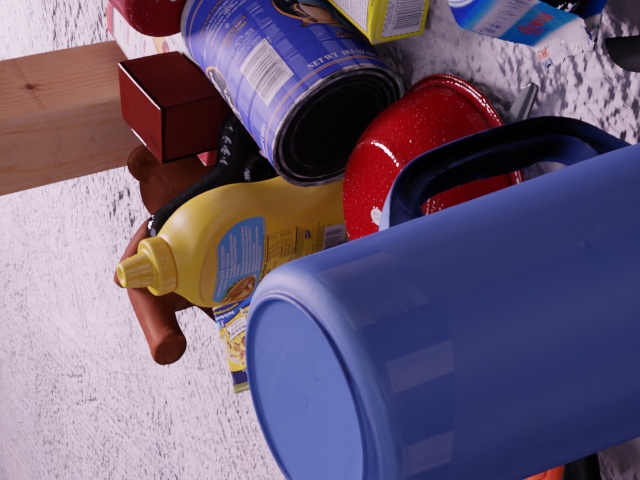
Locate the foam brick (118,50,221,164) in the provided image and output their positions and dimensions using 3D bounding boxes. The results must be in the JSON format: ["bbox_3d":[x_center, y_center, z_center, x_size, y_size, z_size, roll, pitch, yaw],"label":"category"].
[{"bbox_3d":[-0.118,-0.105,0.837,0.078,0.051,0.053,47,145,38],"label":"foam brick"}]

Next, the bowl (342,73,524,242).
[{"bbox_3d":[0.059,-0.020,0.664,0.162,0.055,0.162,34,129,56],"label":"bowl"}]

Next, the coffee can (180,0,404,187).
[{"bbox_3d":[-0.021,-0.121,0.741,0.140,0.102,0.103,54,147,32],"label":"coffee can"}]

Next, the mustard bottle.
[{"bbox_3d":[-0.055,0.001,0.776,0.058,0.191,0.096,52,146,36],"label":"mustard bottle"}]

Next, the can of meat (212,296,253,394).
[{"bbox_3d":[-0.047,0.084,0.946,0.102,0.057,0.084,-25,80,52],"label":"can of meat"}]

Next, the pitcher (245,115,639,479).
[{"bbox_3d":[0.089,0.027,0.466,0.149,0.242,0.145,6,108,60],"label":"pitcher"}]

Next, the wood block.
[{"bbox_3d":[-0.224,-0.123,1.006,0.091,0.205,0.090,53,147,35],"label":"wood block"}]

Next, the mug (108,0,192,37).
[{"bbox_3d":[-0.113,-0.207,0.755,0.081,0.117,0.093,50,-172,27],"label":"mug"}]

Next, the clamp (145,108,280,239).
[{"bbox_3d":[-0.048,-0.043,0.833,0.120,0.171,0.039,40,169,-37],"label":"clamp"}]
